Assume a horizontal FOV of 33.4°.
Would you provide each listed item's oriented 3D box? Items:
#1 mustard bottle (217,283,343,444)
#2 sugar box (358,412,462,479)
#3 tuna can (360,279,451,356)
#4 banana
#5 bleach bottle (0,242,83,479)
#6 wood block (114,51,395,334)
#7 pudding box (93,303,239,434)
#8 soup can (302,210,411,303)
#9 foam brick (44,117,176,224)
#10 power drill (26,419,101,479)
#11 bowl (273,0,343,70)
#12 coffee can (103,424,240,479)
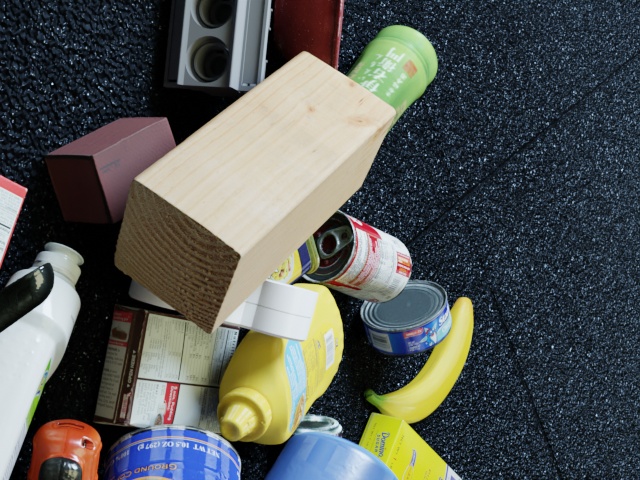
[{"bbox_3d":[-0.036,0.110,0.867,0.191,0.058,0.096,-45,137,-64],"label":"mustard bottle"},{"bbox_3d":[0.091,0.259,1.102,0.176,0.048,0.093,46,59,-43],"label":"sugar box"},{"bbox_3d":[0.084,0.075,1.039,0.086,0.086,0.034,-43,128,-41],"label":"tuna can"},{"bbox_3d":[0.118,0.136,1.129,0.197,0.037,0.069,-40,124,-43],"label":"banana"},{"bbox_3d":[-0.212,0.117,0.670,0.068,0.103,0.250,25,62,-11],"label":"bleach bottle"},{"bbox_3d":[-0.044,-0.041,0.769,0.205,0.090,0.091,-45,165,-42],"label":"wood block"},{"bbox_3d":[-0.116,0.102,0.824,0.113,0.039,0.090,19,78,-54],"label":"pudding box"},{"bbox_3d":[0.031,0.016,0.978,0.102,0.069,0.068,23,76,-51],"label":"soup can"},{"bbox_3d":[-0.145,-0.051,0.759,0.078,0.051,0.053,-35,120,-45],"label":"foam brick"},{"bbox_3d":[-0.176,0.224,0.661,0.057,0.188,0.184,7,100,-10],"label":"power drill"},{"bbox_3d":[-0.007,-0.203,0.879,0.162,0.055,0.162,33,62,-90],"label":"bowl"},{"bbox_3d":[-0.107,0.216,0.748,0.140,0.103,0.102,-94,157,-47],"label":"coffee can"}]
